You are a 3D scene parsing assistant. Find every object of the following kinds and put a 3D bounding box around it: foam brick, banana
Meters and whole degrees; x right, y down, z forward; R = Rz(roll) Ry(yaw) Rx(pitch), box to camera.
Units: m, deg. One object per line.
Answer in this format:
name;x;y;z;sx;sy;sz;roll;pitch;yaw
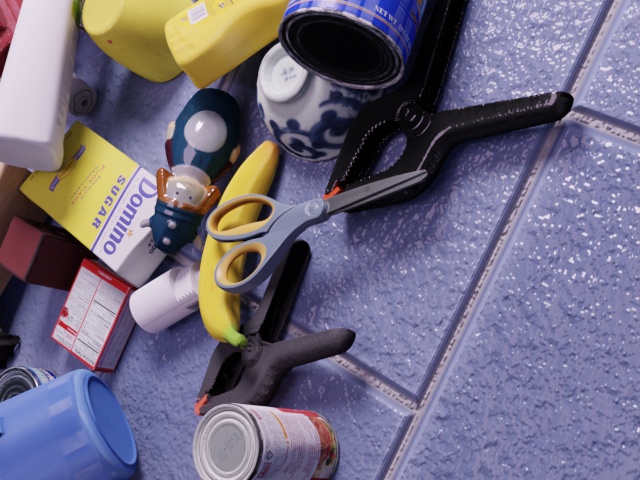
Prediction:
foam brick;-0.266;0.015;1.045;0.053;0.078;0.051;25;94;35
banana;-0.071;0.008;0.916;0.070;0.037;0.197;-13;58;34

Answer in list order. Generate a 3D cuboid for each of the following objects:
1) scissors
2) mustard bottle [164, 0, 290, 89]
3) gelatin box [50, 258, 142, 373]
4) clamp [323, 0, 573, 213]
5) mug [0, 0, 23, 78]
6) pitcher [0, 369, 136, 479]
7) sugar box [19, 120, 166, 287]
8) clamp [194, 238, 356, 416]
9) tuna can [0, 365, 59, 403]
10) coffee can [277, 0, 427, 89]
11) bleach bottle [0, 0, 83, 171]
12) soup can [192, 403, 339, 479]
scissors;-0.012;-0.005;0.845;0.202;0.016;0.096;-3;64;33
mustard bottle;-0.043;-0.213;0.931;0.192;0.058;0.096;-32;33;9
gelatin box;-0.212;0.072;1.022;0.073;0.030;0.089;27;96;36
clamp;0.079;-0.104;0.845;0.210;0.036;0.164;-38;55;23
mug;-0.326;-0.226;1.126;0.093;0.117;0.081;-33;65;4
pitcher;-0.295;0.206;0.939;0.243;0.149;0.145;-27;89;3
sugar box;-0.205;-0.038;1.021;0.176;0.048;0.093;33;83;39
clamp;-0.047;0.082;0.894;0.172;0.039;0.120;-39;42;25
tuna can;-0.292;0.167;1.055;0.086;0.033;0.086;-10;74;34
coffee can;0.037;-0.205;0.837;0.103;0.102;0.140;4;65;37
bleach bottle;-0.259;-0.200;1.018;0.103;0.068;0.251;129;149;-74
soup can;-0.042;0.163;0.829;0.069;0.102;0.068;-9;74;35
